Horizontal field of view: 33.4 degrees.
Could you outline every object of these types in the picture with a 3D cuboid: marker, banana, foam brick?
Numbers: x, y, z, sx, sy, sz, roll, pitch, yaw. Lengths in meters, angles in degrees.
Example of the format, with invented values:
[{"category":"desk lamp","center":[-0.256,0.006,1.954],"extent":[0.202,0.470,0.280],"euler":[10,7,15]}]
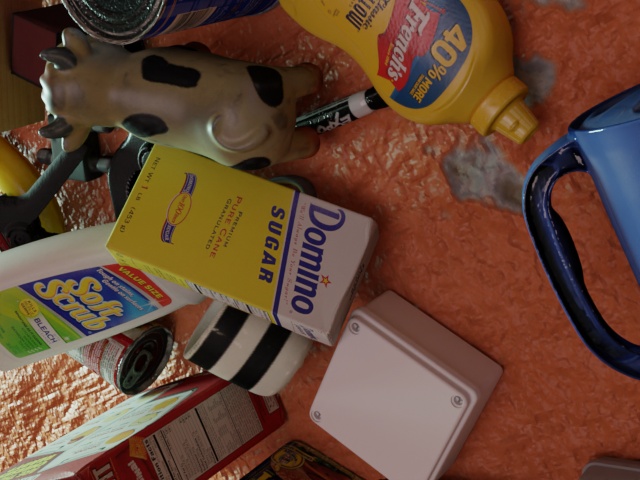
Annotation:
[{"category":"marker","center":[0.012,-0.090,0.762],"extent":[0.121,0.020,0.020],"euler":[-18,97,39]},{"category":"banana","center":[-0.296,-0.060,0.986],"extent":[0.198,0.037,0.070],"euler":[47,126,12]},{"category":"foam brick","center":[-0.202,-0.156,0.854],"extent":[0.051,0.078,0.053],"euler":[26,123,25]}]

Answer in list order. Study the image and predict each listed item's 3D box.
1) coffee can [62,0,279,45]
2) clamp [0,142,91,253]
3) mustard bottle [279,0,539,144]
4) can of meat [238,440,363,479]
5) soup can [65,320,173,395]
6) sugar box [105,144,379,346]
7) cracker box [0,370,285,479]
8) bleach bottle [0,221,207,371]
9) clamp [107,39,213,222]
[{"category":"coffee can","center":[-0.095,-0.194,0.720],"extent":[0.103,0.140,0.103],"euler":[14,115,32]},{"category":"clamp","center":[-0.250,-0.018,0.912],"extent":[0.171,0.039,0.120],"euler":[-9,107,3]},{"category":"mustard bottle","center":[0.064,-0.131,0.682],"extent":[0.192,0.058,0.096],"euler":[45,123,13]},{"category":"can of meat","center":[-0.016,0.216,0.861],"extent":[0.102,0.083,0.057],"euler":[28,122,25]},{"category":"soup can","center":[-0.191,0.083,0.946],"extent":[0.102,0.068,0.068],"euler":[28,122,25]},{"category":"sugar box","center":[-0.055,0.001,0.771],"extent":[0.176,0.048,0.093],"euler":[19,75,13]},{"category":"cracker box","center":[-0.154,0.178,0.863],"extent":[0.164,0.213,0.072],"euler":[-21,95,39]},{"category":"bleach bottle","center":[-0.173,0.026,0.857],"extent":[0.251,0.068,0.102],"euler":[-20,118,20]},{"category":"clamp","center":[-0.115,-0.066,0.853],"extent":[0.165,0.036,0.210],"euler":[27,121,23]}]
